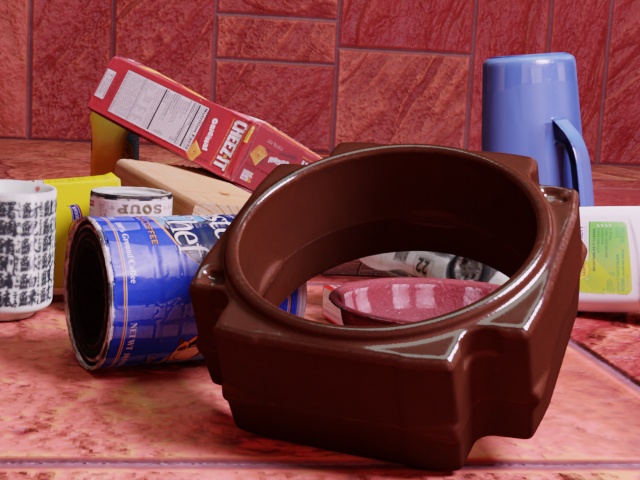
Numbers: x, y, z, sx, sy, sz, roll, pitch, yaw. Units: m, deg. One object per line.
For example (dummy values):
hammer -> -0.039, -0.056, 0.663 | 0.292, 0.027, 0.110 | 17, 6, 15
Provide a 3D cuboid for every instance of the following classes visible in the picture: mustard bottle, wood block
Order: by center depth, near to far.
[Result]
wood block -> -0.122, -0.011, 0.992 | 0.090, 0.090, 0.206 | 4, 11, -30
mustard bottle -> -0.234, -0.091, 1.221 | 0.058, 0.192, 0.096 | 4, 8, 5

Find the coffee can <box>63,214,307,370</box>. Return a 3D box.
coffee can -> -0.094, 0.033, 0.735 | 0.140, 0.103, 0.103 | -2, 10, -29

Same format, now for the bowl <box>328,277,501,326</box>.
bowl -> 0.085, 0.066, 0.730 | 0.162, 0.055, 0.162 | 3, 8, -1

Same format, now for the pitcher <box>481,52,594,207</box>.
pitcher -> 0.256, -0.097, 1.262 | 0.149, 0.243, 0.144 | 0, 10, 24

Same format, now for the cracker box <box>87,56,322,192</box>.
cracker box -> -0.114, -0.112, 1.135 | 0.214, 0.072, 0.164 | 27, 2, 30

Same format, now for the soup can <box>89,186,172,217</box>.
soup can -> -0.155, 0.010, 0.867 | 0.068, 0.102, 0.068 | 3, 8, -1

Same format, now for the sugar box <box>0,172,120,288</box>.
sugar box -> -0.257, -0.004, 0.905 | 0.176, 0.093, 0.048 | -7, 11, -19
